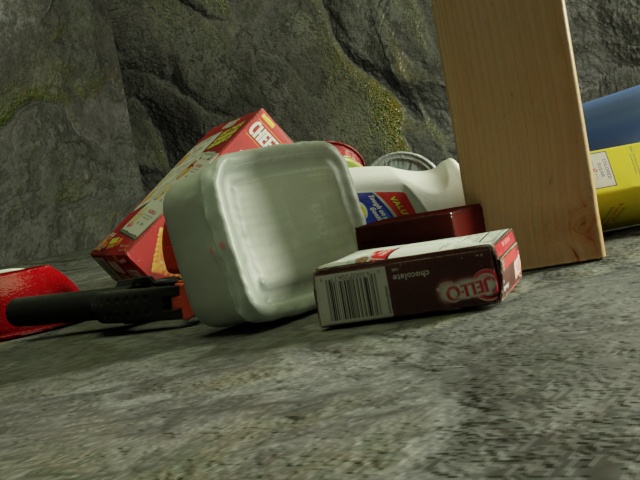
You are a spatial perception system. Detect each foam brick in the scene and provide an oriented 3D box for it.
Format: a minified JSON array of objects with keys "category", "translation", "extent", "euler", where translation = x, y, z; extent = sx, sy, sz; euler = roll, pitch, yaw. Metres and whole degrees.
[{"category":"foam brick","translation":[0.072,0.007,0.735],"extent":[0.078,0.053,0.051],"euler":[-8,4,34]}]

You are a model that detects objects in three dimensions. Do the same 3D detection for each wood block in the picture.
[{"category":"wood block","translation":[0.143,-0.086,0.771],"extent":[0.091,0.206,0.090],"euler":[-10,3,13]}]

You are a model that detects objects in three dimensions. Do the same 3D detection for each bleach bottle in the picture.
[{"category":"bleach bottle","translation":[0.027,-0.021,0.871],"extent":[0.250,0.102,0.068],"euler":[-14,12,-3]}]

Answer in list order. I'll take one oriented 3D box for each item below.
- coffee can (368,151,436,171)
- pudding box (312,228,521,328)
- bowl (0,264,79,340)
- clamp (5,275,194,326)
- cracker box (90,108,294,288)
[{"category":"coffee can","translation":[0.103,-0.059,1.326],"extent":[0.103,0.103,0.140],"euler":[-10,3,7]},{"category":"pudding box","translation":[0.062,0.022,0.654],"extent":[0.114,0.039,0.090],"euler":[-7,4,19]},{"category":"bowl","translation":[-0.293,0.058,0.998],"extent":[0.162,0.055,0.162],"euler":[-11,3,0]},{"category":"clamp","translation":[-0.143,0.047,0.875],"extent":[0.164,0.036,0.210],"euler":[-9,2,-39]},{"category":"cracker box","translation":[-0.138,-0.038,1.160],"extent":[0.213,0.072,0.164],"euler":[-48,17,-18]}]
